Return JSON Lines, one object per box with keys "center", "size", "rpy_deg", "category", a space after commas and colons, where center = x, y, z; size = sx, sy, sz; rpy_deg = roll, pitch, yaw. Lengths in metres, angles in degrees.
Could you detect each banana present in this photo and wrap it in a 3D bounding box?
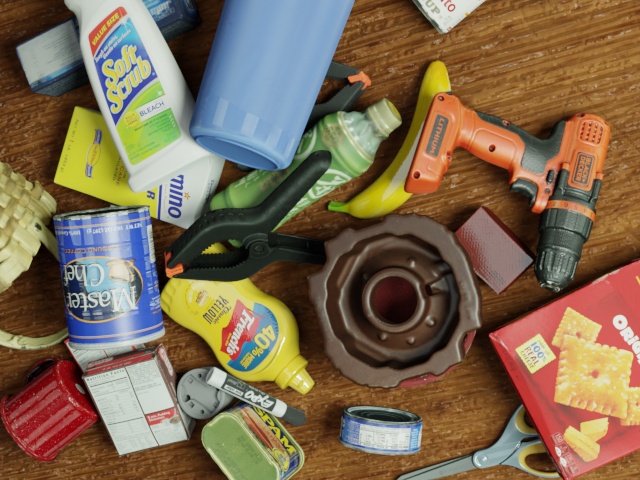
{"center": [0.087, -0.092, 1.119], "size": [0.070, 0.037, 0.198], "rpy_deg": [39, 101, 10], "category": "banana"}

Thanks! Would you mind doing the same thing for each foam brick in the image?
{"center": [0.176, 0.010, 1.091], "size": [0.053, 0.051, 0.078], "rpy_deg": [-45, 80, 13], "category": "foam brick"}

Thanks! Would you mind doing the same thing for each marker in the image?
{"center": [-0.068, 0.171, 1.152], "size": [0.121, 0.020, 0.020], "rpy_deg": [29, 100, -18], "category": "marker"}

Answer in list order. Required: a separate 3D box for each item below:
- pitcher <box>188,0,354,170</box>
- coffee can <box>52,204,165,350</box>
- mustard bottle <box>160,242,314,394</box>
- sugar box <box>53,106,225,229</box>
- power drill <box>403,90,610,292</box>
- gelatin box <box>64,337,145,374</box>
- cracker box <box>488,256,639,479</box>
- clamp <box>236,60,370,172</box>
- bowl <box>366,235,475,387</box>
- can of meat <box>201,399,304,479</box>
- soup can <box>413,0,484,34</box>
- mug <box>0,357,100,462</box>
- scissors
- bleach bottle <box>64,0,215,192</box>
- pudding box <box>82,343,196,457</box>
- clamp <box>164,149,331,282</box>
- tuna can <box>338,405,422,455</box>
{"center": [-0.052, -0.200, 1.084], "size": [0.145, 0.149, 0.243], "rpy_deg": [17, 82, 6], "category": "pitcher"}
{"center": [-0.225, 0.038, 1.137], "size": [0.103, 0.102, 0.140], "rpy_deg": [-4, 96, 15], "category": "coffee can"}
{"center": [-0.081, 0.096, 1.160], "size": [0.192, 0.058, 0.096], "rpy_deg": [43, 103, 10], "category": "mustard bottle"}
{"center": [-0.202, -0.081, 1.194], "size": [0.176, 0.048, 0.093], "rpy_deg": [18, 96, 15], "category": "sugar box"}
{"center": [0.181, -0.057, 1.048], "size": [0.187, 0.057, 0.184], "rpy_deg": [17, 73, 0], "category": "power drill"}
{"center": [-0.238, 0.131, 1.219], "size": [0.073, 0.030, 0.089], "rpy_deg": [-34, 84, 15], "category": "gelatin box"}
{"center": [0.295, 0.116, 1.043], "size": [0.214, 0.072, 0.164], "rpy_deg": [-27, 85, 9], "category": "cracker box"}
{"center": [-0.035, -0.159, 1.151], "size": [0.171, 0.039, 0.120], "rpy_deg": [-24, 90, 11], "category": "clamp"}
{"center": [0.087, 0.070, 1.115], "size": [0.162, 0.055, 0.162], "rpy_deg": [1, 92, 15], "category": "bowl"}
{"center": [-0.074, 0.223, 1.149], "size": [0.057, 0.083, 0.102], "rpy_deg": [-42, 81, 13], "category": "can of meat"}
{"center": [0.143, -0.267, 1.083], "size": [0.102, 0.068, 0.068], "rpy_deg": [-39, 82, 14], "category": "soup can"}
{"center": [-0.304, 0.182, 1.216], "size": [0.081, 0.093, 0.117], "rpy_deg": [-38, 46, 8], "category": "mug"}
{"center": [0.176, 0.208, 1.116], "size": [0.202, 0.016, 0.096], "rpy_deg": [-3, 89, 15], "category": "scissors"}
{"center": [-0.207, -0.183, 1.124], "size": [0.103, 0.068, 0.251], "rpy_deg": [-27, 91, 13], "category": "bleach bottle"}
{"center": [-0.200, 0.177, 1.183], "size": [0.090, 0.039, 0.113], "rpy_deg": [-15, 110, 11], "category": "pudding box"}
{"center": [-0.057, 0.001, 1.107], "size": [0.210, 0.164, 0.036], "rpy_deg": [-22, 43, 10], "category": "clamp"}
{"center": [0.063, 0.197, 1.110], "size": [0.086, 0.086, 0.034], "rpy_deg": [6, 92, 15], "category": "tuna can"}
